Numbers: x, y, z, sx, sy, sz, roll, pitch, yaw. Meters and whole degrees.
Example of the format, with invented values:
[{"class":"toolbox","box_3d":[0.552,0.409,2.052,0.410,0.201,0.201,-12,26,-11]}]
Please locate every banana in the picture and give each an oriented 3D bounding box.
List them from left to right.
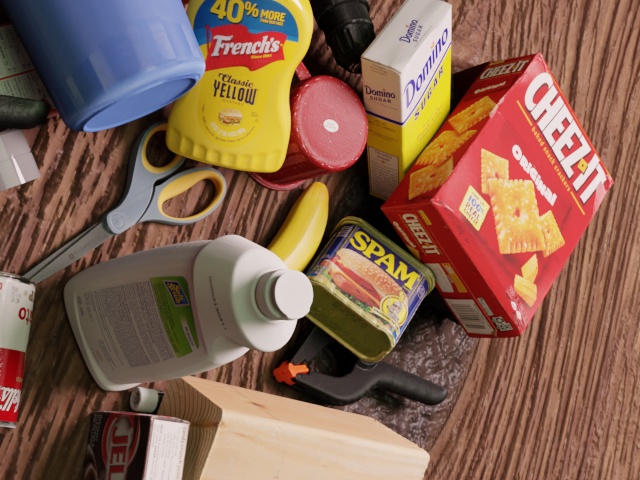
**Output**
[{"class":"banana","box_3d":[-0.052,0.019,0.896,0.197,0.037,0.069,-33,107,-35]}]

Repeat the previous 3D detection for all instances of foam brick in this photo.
[{"class":"foam brick","box_3d":[0.174,-0.136,1.078,0.051,0.053,0.078,-3,87,-37]}]

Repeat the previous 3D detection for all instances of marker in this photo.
[{"class":"marker","box_3d":[-0.096,0.135,0.860,0.120,0.020,0.020,15,75,-35]}]

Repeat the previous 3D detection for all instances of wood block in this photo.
[{"class":"wood block","box_3d":[-0.027,0.178,0.848,0.205,0.091,0.090,19,92,-35]}]

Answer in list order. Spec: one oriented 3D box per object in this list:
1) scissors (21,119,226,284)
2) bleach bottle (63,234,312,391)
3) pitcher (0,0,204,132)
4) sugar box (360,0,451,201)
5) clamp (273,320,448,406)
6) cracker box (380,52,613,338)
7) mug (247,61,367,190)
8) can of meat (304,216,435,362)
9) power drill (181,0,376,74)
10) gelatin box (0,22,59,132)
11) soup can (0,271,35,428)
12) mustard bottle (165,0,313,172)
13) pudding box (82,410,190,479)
[{"class":"scissors","box_3d":[-0.161,-0.035,0.834,0.201,0.016,0.096,-20,95,-38]},{"class":"bleach bottle","box_3d":[-0.088,0.052,0.730,0.067,0.251,0.102,-28,101,-36]},{"class":"pitcher","box_3d":[-0.167,-0.209,0.751,0.243,0.149,0.144,65,18,0]},{"class":"sugar box","box_3d":[0.079,-0.120,0.947,0.093,0.048,0.176,-54,157,-29]},{"class":"clamp","box_3d":[0.040,0.111,0.950,0.171,0.039,0.120,-20,77,-34]},{"class":"cracker box","box_3d":[0.169,-0.042,0.974,0.164,0.072,0.213,54,56,-24]},{"class":"mug","box_3d":[-0.018,-0.105,0.910,0.093,0.082,0.117,-23,98,-37]},{"class":"can of meat","box_3d":[0.036,0.043,0.924,0.102,0.058,0.083,37,51,-1]},{"class":"power drill","box_3d":[-0.045,-0.225,0.894,0.187,0.057,0.184,0,61,-38]},{"class":"gelatin box","box_3d":[-0.230,-0.120,0.784,0.089,0.030,0.073,-25,98,-37]},{"class":"soup can","box_3d":[-0.236,0.074,0.731,0.068,0.069,0.102,14,76,-35]},{"class":"mustard bottle","box_3d":[-0.057,-0.152,0.816,0.096,0.058,0.192,13,112,-2]},{"class":"pudding box","box_3d":[-0.139,0.182,0.777,0.039,0.090,0.113,13,77,-36]}]
